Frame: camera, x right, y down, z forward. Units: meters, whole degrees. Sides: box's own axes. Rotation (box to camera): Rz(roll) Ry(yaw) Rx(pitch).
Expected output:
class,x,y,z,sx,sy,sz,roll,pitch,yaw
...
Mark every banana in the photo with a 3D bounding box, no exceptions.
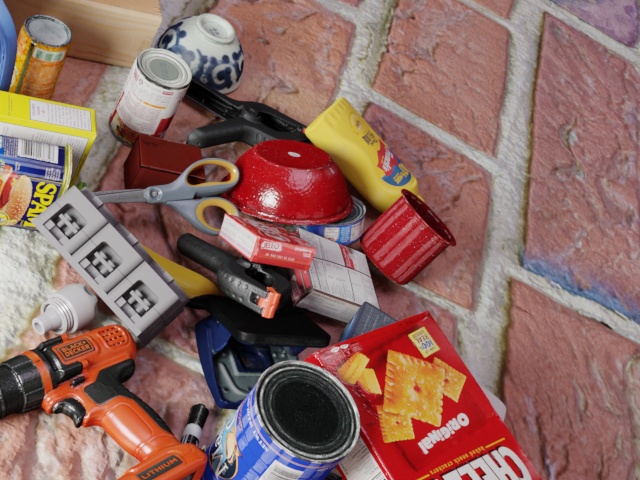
class,x,y,z,sx,sy,sz,roll,pitch,yaw
banana,-0.196,0.008,1.121,0.198,0.037,0.069,39,43,5

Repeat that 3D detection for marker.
class,x,y,z,sx,sy,sz,roll,pitch,yaw
marker,-0.126,0.201,0.998,0.020,0.020,0.121,26,41,-11

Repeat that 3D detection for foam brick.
class,x,y,z,sx,sy,sz,roll,pitch,yaw
foam brick,-0.177,-0.078,1.205,0.078,0.051,0.053,11,45,-25

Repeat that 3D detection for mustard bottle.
class,x,y,z,sx,sy,sz,roll,pitch,yaw
mustard bottle,0.067,-0.091,1.359,0.191,0.058,0.096,47,28,-6

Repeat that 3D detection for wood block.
class,x,y,z,sx,sy,sz,roll,pitch,yaw
wood block,-0.307,-0.285,1.286,0.205,0.090,0.091,8,49,-28

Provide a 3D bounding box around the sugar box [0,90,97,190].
class,x,y,z,sx,sy,sz,roll,pitch,yaw
sugar box,-0.329,-0.109,1.101,0.176,0.093,0.048,12,45,-25

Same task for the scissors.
class,x,y,z,sx,sy,sz,roll,pitch,yaw
scissors,-0.166,-0.033,1.146,0.201,0.016,0.096,-23,90,-34

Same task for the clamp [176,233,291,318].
class,x,y,z,sx,sy,sz,roll,pitch,yaw
clamp,-0.088,0.033,1.127,0.120,0.039,0.171,7,14,-16

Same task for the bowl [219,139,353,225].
class,x,y,z,sx,sy,sz,roll,pitch,yaw
bowl,-0.036,-0.076,1.245,0.162,0.055,0.162,8,25,-4

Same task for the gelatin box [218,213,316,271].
class,x,y,z,sx,sy,sz,roll,pitch,yaw
gelatin box,-0.057,0.001,1.145,0.073,0.030,0.089,12,11,-32

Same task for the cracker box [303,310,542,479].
class,x,y,z,sx,sy,sz,roll,pitch,yaw
cracker box,0.093,0.185,1.026,0.163,0.072,0.214,-14,61,-40

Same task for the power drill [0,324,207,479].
class,x,y,z,sx,sy,sz,roll,pitch,yaw
power drill,-0.204,0.164,0.938,0.184,0.057,0.188,-22,58,-41

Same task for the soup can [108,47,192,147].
class,x,y,z,sx,sy,sz,roll,pitch,yaw
soup can,-0.197,-0.164,1.234,0.068,0.102,0.068,18,43,-18

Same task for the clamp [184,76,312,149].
class,x,y,z,sx,sy,sz,roll,pitch,yaw
clamp,-0.102,-0.154,1.330,0.209,0.036,0.165,8,37,-38

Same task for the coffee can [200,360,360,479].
class,x,y,z,sx,sy,sz,roll,pitch,yaw
coffee can,-0.041,0.190,0.972,0.102,0.140,0.103,18,44,-18

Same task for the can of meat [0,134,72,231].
class,x,y,z,sx,sy,sz,roll,pitch,yaw
can of meat,-0.301,-0.057,1.065,0.083,0.102,0.057,10,47,-23

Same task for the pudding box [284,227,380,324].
class,x,y,z,sx,sy,sz,roll,pitch,yaw
pudding box,0.011,0.044,1.207,0.113,0.039,0.090,20,42,-37

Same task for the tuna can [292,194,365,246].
class,x,y,z,sx,sy,sz,roll,pitch,yaw
tuna can,0.010,-0.026,1.267,0.086,0.034,0.086,4,28,-2

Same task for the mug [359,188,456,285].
class,x,y,z,sx,sy,sz,roll,pitch,yaw
mug,0.108,0.001,1.286,0.117,0.081,0.093,22,28,-56
